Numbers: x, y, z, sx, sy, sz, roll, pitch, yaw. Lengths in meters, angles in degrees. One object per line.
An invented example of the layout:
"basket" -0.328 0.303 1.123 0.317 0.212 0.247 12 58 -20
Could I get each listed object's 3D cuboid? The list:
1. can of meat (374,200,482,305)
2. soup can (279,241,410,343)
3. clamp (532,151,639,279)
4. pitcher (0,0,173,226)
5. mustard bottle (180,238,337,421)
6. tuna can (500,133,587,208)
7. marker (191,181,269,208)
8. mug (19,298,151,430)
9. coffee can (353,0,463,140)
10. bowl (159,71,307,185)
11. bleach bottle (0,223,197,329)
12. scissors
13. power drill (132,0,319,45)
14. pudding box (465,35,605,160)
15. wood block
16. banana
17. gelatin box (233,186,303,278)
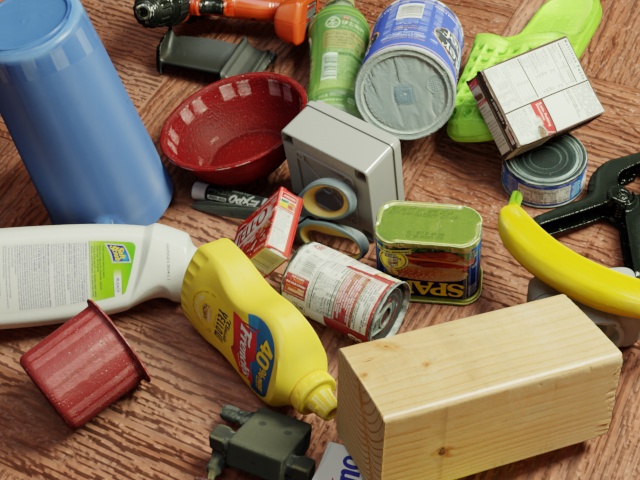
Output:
"can of meat" 0.101 0.011 0.992 0.102 0.084 0.057 4 50 10
"soup can" 0.022 0.050 0.980 0.102 0.068 0.068 24 57 25
"clamp" 0.294 -0.024 1.030 0.120 0.039 0.171 41 62 19
"pitcher" -0.243 -0.124 1.044 0.149 0.243 0.144 22 57 31
"mustard bottle" -0.048 0.089 0.936 0.058 0.096 0.192 -18 48 -37
"tuna can" 0.227 -0.075 1.083 0.086 0.034 0.086 -3 50 4
"marker" -0.075 -0.039 1.098 0.121 0.020 0.020 14 53 17
"mug" -0.215 0.110 0.952 0.081 0.093 0.117 -38 25 -17
"coffee can" 0.095 -0.183 1.122 0.103 0.103 0.140 4 34 9
"bowl" -0.084 -0.108 1.122 0.162 0.055 0.162 -12 42 10
"bleach bottle" -0.221 0.036 1.015 0.250 0.102 0.068 -2 6 -3
"scissors" -0.041 -0.037 1.051 0.202 0.096 0.016 23 37 20
"power drill" -0.105 -0.268 1.231 0.188 0.057 0.184 12 24 11
"pudding box" 0.215 -0.143 1.064 0.113 0.039 0.090 -23 83 -21
"wood block" 0.125 0.123 0.857 0.205 0.091 0.090 -12 36 -18
"banana" 0.221 0.018 0.930 0.069 0.037 0.198 -36 55 -21
"gelatin box" -0.057 0.001 1.019 0.030 0.089 0.073 30 51 -19
